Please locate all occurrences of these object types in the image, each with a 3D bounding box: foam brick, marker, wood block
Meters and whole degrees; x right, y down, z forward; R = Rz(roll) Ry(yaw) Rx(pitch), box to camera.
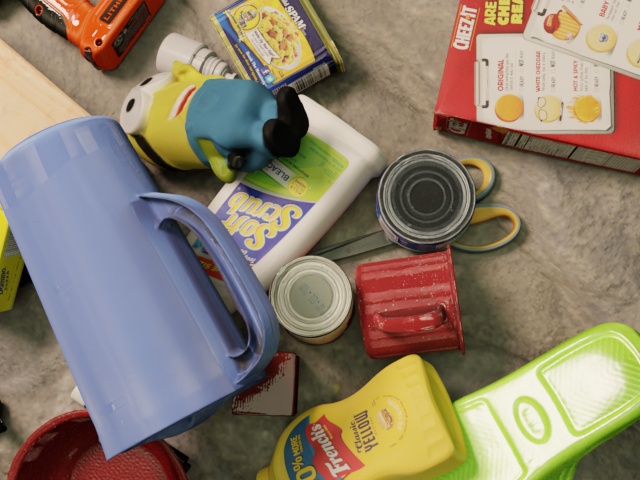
[{"bbox_3d":[-0.045,0.120,0.894,0.051,0.078,0.053,2,82,1],"label":"foam brick"},{"bbox_3d":[-0.163,0.163,0.923,0.121,0.020,0.020,34,84,7],"label":"marker"},{"bbox_3d":[-0.266,-0.106,0.932,0.206,0.091,0.090,40,85,7],"label":"wood block"}]

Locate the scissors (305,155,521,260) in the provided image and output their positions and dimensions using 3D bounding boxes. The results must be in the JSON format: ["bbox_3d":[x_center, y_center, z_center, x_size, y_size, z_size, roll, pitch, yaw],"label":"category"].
[{"bbox_3d":[0.075,-0.026,0.942,0.202,0.016,0.096,-1,80,3],"label":"scissors"}]

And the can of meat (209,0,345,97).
[{"bbox_3d":[-0.039,-0.176,0.949,0.084,0.057,0.102,-30,81,0],"label":"can of meat"}]

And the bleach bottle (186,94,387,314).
[{"bbox_3d":[-0.056,0.001,0.920,0.103,0.068,0.251,36,87,13],"label":"bleach bottle"}]

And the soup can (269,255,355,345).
[{"bbox_3d":[-0.006,0.051,0.890,0.068,0.102,0.068,0,81,3],"label":"soup can"}]

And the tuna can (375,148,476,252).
[{"bbox_3d":[0.090,-0.035,0.916,0.086,0.034,0.086,-1,80,3],"label":"tuna can"}]

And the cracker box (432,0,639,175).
[{"bbox_3d":[0.218,-0.155,0.927,0.214,0.072,0.164,13,82,5],"label":"cracker box"}]

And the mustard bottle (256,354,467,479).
[{"bbox_3d":[0.019,0.176,0.877,0.192,0.058,0.096,-30,56,17],"label":"mustard bottle"}]

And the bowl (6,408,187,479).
[{"bbox_3d":[-0.177,0.215,0.888,0.162,0.055,0.162,0,92,10],"label":"bowl"}]

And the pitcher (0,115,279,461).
[{"bbox_3d":[-0.142,0.028,0.803,0.149,0.145,0.243,-26,84,-15],"label":"pitcher"}]

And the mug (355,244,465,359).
[{"bbox_3d":[0.074,0.057,0.882,0.081,0.117,0.093,-8,101,6],"label":"mug"}]

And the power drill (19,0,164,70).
[{"bbox_3d":[-0.233,-0.257,0.972,0.188,0.057,0.184,32,84,9],"label":"power drill"}]
